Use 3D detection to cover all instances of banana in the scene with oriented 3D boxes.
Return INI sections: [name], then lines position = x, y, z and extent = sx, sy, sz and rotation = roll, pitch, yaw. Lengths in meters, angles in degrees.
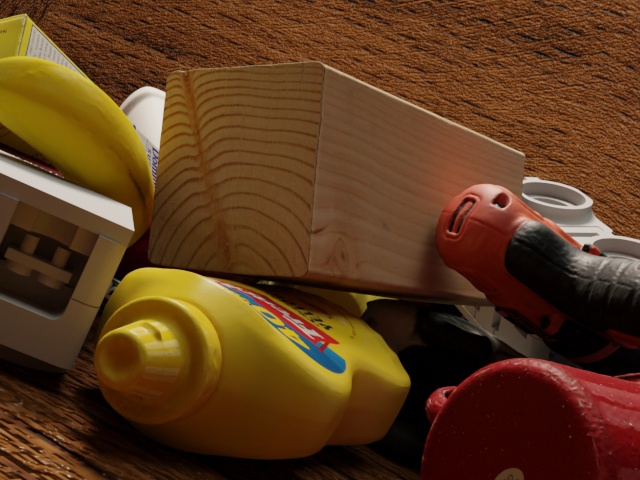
[banana]
position = -0.108, -0.033, 0.483
extent = 0.070, 0.037, 0.198
rotation = 18, -21, 14

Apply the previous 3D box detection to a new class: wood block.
[wood block]
position = 0.019, -0.019, 0.539
extent = 0.090, 0.091, 0.205
rotation = 3, -4, 35

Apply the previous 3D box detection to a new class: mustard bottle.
[mustard bottle]
position = -0.031, 0.046, 0.409
extent = 0.096, 0.058, 0.191
rotation = 30, 4, 19

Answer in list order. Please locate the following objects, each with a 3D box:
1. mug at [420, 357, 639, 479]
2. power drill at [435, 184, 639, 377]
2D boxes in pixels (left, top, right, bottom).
[mug]
position = 0.084, 0.083, 0.388
extent = 0.081, 0.093, 0.117
rotation = 17, 12, -39
[power drill]
position = 0.162, 0.045, 0.484
extent = 0.184, 0.057, 0.188
rotation = 32, -7, -32
